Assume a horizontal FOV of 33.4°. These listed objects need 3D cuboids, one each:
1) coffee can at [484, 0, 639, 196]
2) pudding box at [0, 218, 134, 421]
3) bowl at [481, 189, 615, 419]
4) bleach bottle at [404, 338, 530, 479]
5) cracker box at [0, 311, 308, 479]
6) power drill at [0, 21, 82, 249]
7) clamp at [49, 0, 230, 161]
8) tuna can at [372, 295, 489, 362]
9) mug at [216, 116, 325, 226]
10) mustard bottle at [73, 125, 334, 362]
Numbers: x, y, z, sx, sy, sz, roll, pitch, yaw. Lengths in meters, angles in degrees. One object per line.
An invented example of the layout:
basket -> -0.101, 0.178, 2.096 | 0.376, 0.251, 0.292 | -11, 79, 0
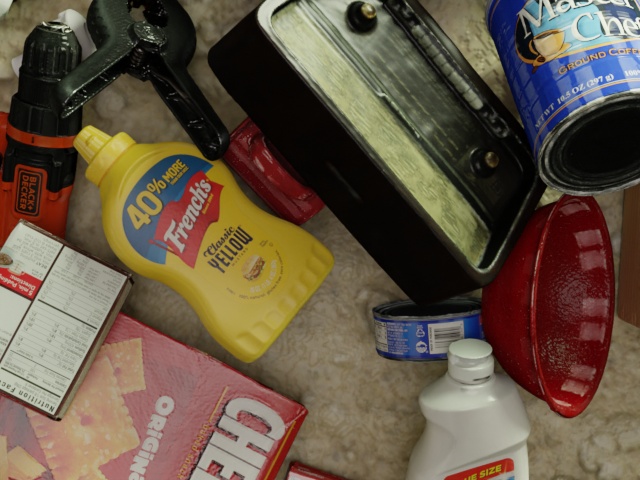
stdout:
coffee can -> 0.178, -0.116, 0.723 | 0.103, 0.103, 0.140 | -11, 56, 1
pudding box -> -0.192, 0.054, 0.727 | 0.090, 0.039, 0.113 | 27, 78, -3
bowl -> 0.158, 0.043, 0.760 | 0.055, 0.161, 0.162 | 2, 95, 34
bleach bottle -> 0.096, 0.188, 0.757 | 0.102, 0.068, 0.251 | -3, 112, -3
cracker box -> -0.139, 0.146, 0.776 | 0.213, 0.072, 0.164 | 27, 82, 0
power drill -> -0.264, -0.079, 0.763 | 0.187, 0.057, 0.184 | 12, 110, 2
clamp -> -0.131, -0.128, 0.731 | 0.120, 0.171, 0.039 | 12, 133, -34
tuna can -> 0.081, 0.064, 0.776 | 0.086, 0.086, 0.034 | -5, 96, 0
mug -> -0.020, -0.061, 0.755 | 0.093, 0.117, 0.081 | -41, 98, 16
mustard bottle -> -0.090, -0.011, 0.729 | 0.191, 0.058, 0.096 | 40, 75, 0
